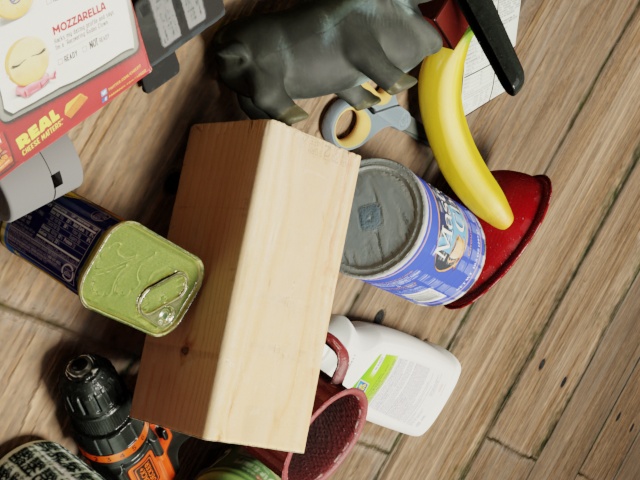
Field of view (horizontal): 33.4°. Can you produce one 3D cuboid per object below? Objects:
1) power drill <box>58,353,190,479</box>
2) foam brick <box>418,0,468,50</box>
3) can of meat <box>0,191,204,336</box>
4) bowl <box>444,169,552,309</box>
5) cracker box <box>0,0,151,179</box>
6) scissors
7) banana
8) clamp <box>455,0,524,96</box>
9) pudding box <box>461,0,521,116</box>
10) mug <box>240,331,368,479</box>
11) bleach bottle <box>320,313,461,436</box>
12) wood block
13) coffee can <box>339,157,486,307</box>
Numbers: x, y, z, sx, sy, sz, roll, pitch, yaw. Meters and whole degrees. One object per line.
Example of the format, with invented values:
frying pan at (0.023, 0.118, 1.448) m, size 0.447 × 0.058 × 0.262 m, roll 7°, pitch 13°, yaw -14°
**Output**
power drill at (-0.105, 0.103, 0.805) m, size 0.187 × 0.057 × 0.184 m, roll -41°, pitch 146°, yaw -26°
foam brick at (0.100, -0.205, 0.871) m, size 0.078 × 0.053 × 0.051 m, roll -59°, pitch 147°, yaw -7°
can of meat at (-0.136, 0.009, 0.665) m, size 0.057 × 0.084 × 0.102 m, roll -61°, pitch 148°, yaw -4°
bowl at (0.151, -0.013, 1.037) m, size 0.162 × 0.055 × 0.162 m, roll -51°, pitch -169°, yaw 13°
cracker box at (-0.183, -0.134, 0.508) m, size 0.164 × 0.072 × 0.214 m, roll -43°, pitch 142°, yaw -29°
scissors at (0.055, -0.094, 0.923) m, size 0.096 × 0.016 × 0.201 m, roll -56°, pitch 147°, yaw -10°
banana at (0.123, -0.098, 0.935) m, size 0.037 × 0.070 × 0.198 m, roll -39°, pitch 126°, yaw -41°
clamp at (0.097, -0.213, 0.813) m, size 0.164 × 0.036 × 0.210 m, roll 12°, pitch 94°, yaw -14°
pudding box at (0.139, -0.175, 0.963) m, size 0.089 × 0.039 × 0.113 m, roll -32°, pitch 135°, yaw -38°
mug at (-0.020, 0.120, 0.803) m, size 0.093 × 0.082 × 0.117 m, roll 3°, pitch 115°, yaw -56°
bleach bottle at (0.049, 0.119, 1.028) m, size 0.102 × 0.068 × 0.250 m, roll -61°, pitch 146°, yaw -4°
wood block at (-0.051, 0.030, 0.727) m, size 0.090 × 0.091 × 0.206 m, roll 18°, pitch 80°, yaw -42°
coffee can at (0.072, -0.004, 0.932) m, size 0.140 × 0.103 × 0.103 m, roll 25°, pitch 92°, yaw -58°
